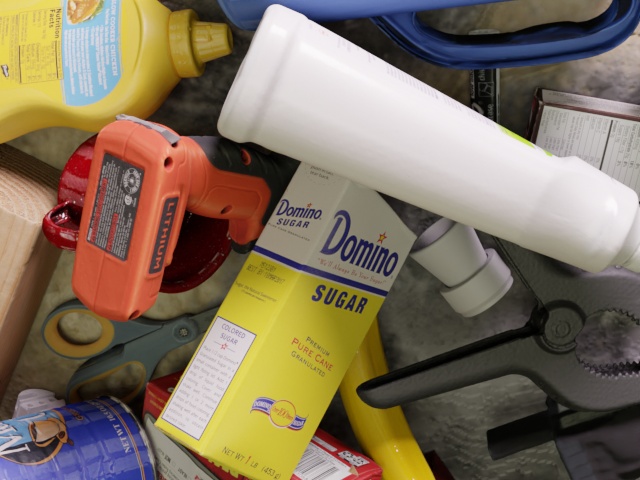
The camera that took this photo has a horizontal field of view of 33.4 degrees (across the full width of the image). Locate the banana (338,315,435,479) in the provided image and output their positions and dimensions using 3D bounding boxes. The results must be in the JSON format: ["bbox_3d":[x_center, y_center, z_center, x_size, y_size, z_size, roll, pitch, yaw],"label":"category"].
[{"bbox_3d":[0.036,0.095,0.692,0.037,0.070,0.198,-12,82,-21],"label":"banana"}]

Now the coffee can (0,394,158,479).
[{"bbox_3d":[-0.192,0.165,0.694,0.103,0.140,0.103,12,106,47],"label":"coffee can"}]

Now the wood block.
[{"bbox_3d":[-0.245,0.043,0.719,0.090,0.090,0.206,26,110,-1],"label":"wood block"}]

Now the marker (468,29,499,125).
[{"bbox_3d":[0.103,-0.070,0.665,0.020,0.020,0.121,-1,109,9],"label":"marker"}]

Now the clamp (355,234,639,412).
[{"bbox_3d":[0.132,0.057,0.645,0.210,0.036,0.164,24,99,-6],"label":"clamp"}]

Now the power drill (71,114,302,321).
[{"bbox_3d":[-0.054,0.001,0.630,0.057,0.187,0.184,21,105,36],"label":"power drill"}]

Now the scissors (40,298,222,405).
[{"bbox_3d":[-0.112,0.051,0.740,0.202,0.016,0.096,-37,102,18],"label":"scissors"}]

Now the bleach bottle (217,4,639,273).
[{"bbox_3d":[0.074,-0.041,0.560,0.250,0.102,0.068,24,106,-8],"label":"bleach bottle"}]

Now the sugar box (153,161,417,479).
[{"bbox_3d":[-0.015,0.049,0.617,0.048,0.093,0.176,25,81,36],"label":"sugar box"}]

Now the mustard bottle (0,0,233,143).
[{"bbox_3d":[-0.149,-0.114,0.660,0.192,0.058,0.096,-5,75,10],"label":"mustard bottle"}]

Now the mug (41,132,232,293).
[{"bbox_3d":[-0.117,-0.019,0.658,0.082,0.117,0.093,20,123,38],"label":"mug"}]
